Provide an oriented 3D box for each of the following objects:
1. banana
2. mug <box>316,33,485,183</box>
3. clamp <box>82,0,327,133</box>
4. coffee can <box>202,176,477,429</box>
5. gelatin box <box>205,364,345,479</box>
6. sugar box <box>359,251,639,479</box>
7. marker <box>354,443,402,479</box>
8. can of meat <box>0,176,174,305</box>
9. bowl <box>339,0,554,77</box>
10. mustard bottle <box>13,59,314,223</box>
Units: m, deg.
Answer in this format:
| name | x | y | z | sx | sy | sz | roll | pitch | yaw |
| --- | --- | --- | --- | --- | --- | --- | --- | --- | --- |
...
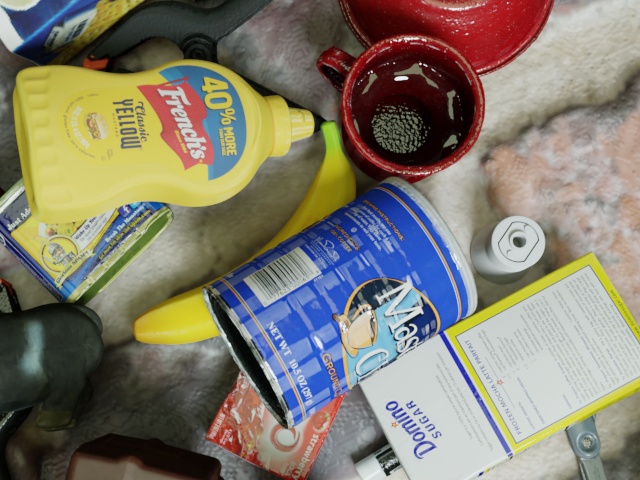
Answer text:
| name | x | y | z | sx | sy | sz | roll | pitch | yaw |
| --- | --- | --- | --- | --- | --- | --- | --- | --- | --- |
| banana | -0.039 | 0.011 | 0.726 | 0.069 | 0.037 | 0.198 | 43 | 89 | -9 |
| mug | 0.047 | -0.089 | 0.717 | 0.117 | 0.081 | 0.093 | 33 | 83 | 1 |
| clamp | -0.077 | -0.138 | 0.740 | 0.171 | 0.039 | 0.120 | 3 | 95 | -1 |
| coffee can | 0.012 | 0.038 | 0.669 | 0.140 | 0.103 | 0.103 | -31 | 84 | -13 |
| gelatin box | -0.026 | 0.110 | 0.720 | 0.073 | 0.030 | 0.089 | 26 | 84 | 3 |
| sugar box | 0.122 | 0.090 | 0.696 | 0.176 | 0.048 | 0.093 | -28 | 72 | 1 |
| marker | 0.079 | 0.128 | 0.723 | 0.121 | 0.020 | 0.020 | -31 | 84 | -4 |
| can of meat | -0.163 | -0.014 | 0.724 | 0.084 | 0.057 | 0.102 | 44 | 84 | 4 |
| bowl | 0.091 | -0.196 | 0.747 | 0.162 | 0.055 | 0.162 | 0 | 82 | 1 |
| mustard bottle | -0.095 | -0.068 | 0.691 | 0.191 | 0.058 | 0.096 | -7 | 75 | -22 |
